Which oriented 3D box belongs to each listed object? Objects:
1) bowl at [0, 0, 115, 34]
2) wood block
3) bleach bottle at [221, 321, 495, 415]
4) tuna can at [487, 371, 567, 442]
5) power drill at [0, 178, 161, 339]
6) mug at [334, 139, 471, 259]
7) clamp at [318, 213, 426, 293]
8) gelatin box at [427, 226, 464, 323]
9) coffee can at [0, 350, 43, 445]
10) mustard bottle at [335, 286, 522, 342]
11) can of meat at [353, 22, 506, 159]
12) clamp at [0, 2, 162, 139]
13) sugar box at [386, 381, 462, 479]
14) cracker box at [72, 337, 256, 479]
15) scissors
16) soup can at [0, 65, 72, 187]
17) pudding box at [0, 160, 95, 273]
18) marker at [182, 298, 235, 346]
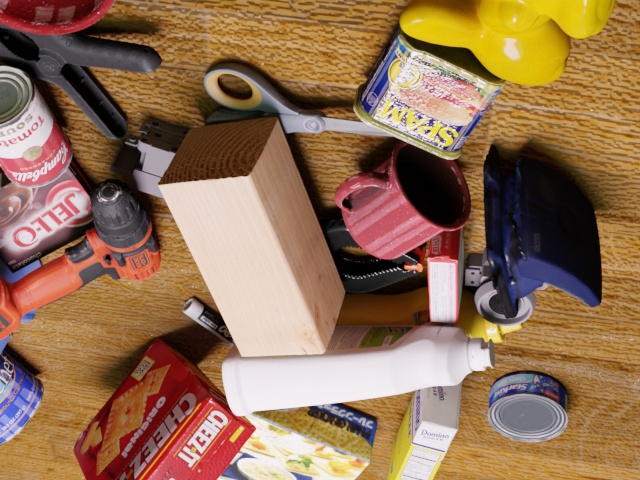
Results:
[{"bbox_3d":[-0.226,-0.243,0.837,0.162,0.055,0.162,7,135,7],"label":"bowl"},{"bbox_3d":[-0.056,0.001,0.971,0.091,0.090,0.206,-5,128,23],"label":"wood block"},{"bbox_3d":[0.039,0.118,1.024,0.251,0.102,0.068,-5,109,19],"label":"bleach bottle"},{"bbox_3d":[0.227,0.182,1.165,0.086,0.033,0.086,7,135,7],"label":"tuna can"},{"bbox_3d":[-0.246,0.019,1.016,0.187,0.057,0.184,-23,158,-8],"label":"power drill"},{"bbox_3d":[0.064,-0.036,0.943,0.117,0.093,0.082,7,151,-39],"label":"mug"},{"bbox_3d":[-0.004,0.003,1.043,0.210,0.036,0.164,-1,133,17],"label":"clamp"},{"bbox_3d":[0.118,0.023,1.005,0.030,0.073,0.089,2,135,11],"label":"gelatin box"},{"bbox_3d":[-0.412,0.163,1.254,0.103,0.102,0.140,-20,127,30],"label":"coffee can"},{"bbox_3d":[0.109,0.090,1.085,0.192,0.058,0.096,-8,125,21],"label":"mustard bottle"},{"bbox_3d":[0.091,-0.127,0.876,0.102,0.057,0.084,23,132,-10],"label":"can of meat"},{"bbox_3d":[-0.228,-0.155,0.939,0.171,0.039,0.120,25,136,-1],"label":"clamp"},{"bbox_3d":[0.113,0.218,1.188,0.048,0.093,0.176,12,135,1],"label":"sugar box"},{"bbox_3d":[-0.174,0.210,1.130,0.072,0.164,0.214,40,175,-24],"label":"cracker box"},{"bbox_3d":[-0.018,-0.118,0.925,0.202,0.016,0.096,-4,129,26],"label":"scissors"},{"bbox_3d":[-0.272,-0.102,0.960,0.068,0.068,0.102,4,154,10],"label":"soup can"},{"bbox_3d":[-0.279,-0.032,1.046,0.113,0.039,0.090,-27,126,5],"label":"pudding box"},{"bbox_3d":[-0.101,0.105,1.179,0.121,0.020,0.020,40,130,-24],"label":"marker"}]
